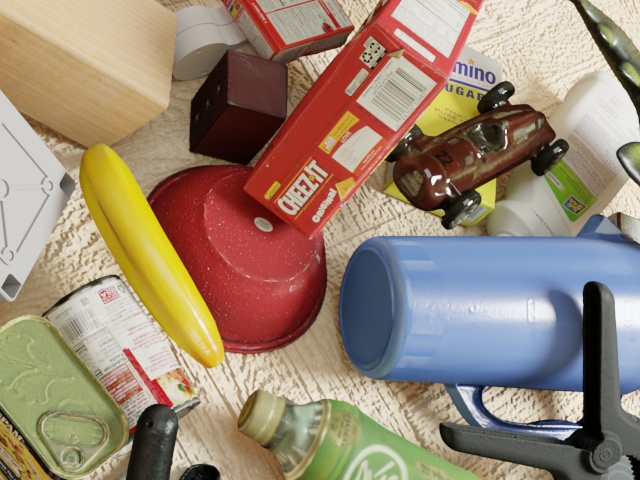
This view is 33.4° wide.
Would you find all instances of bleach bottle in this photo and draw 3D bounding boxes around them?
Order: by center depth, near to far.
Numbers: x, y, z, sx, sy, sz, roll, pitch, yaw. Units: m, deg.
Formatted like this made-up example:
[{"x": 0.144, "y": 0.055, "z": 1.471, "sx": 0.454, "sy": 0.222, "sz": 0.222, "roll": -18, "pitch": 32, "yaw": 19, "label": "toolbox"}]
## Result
[{"x": 0.219, "y": -0.058, "z": 0.989, "sx": 0.102, "sy": 0.068, "sz": 0.250, "roll": 46, "pitch": 53, "yaw": 2, "label": "bleach bottle"}]

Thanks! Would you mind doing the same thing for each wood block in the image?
[{"x": -0.208, "y": -0.155, "z": 0.741, "sx": 0.205, "sy": 0.090, "sz": 0.091, "roll": 28, "pitch": 51, "yaw": -38, "label": "wood block"}]

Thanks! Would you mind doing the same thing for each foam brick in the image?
[{"x": -0.065, "y": -0.103, "z": 0.842, "sx": 0.051, "sy": 0.078, "sz": 0.053, "roll": 14, "pitch": 58, "yaw": -25, "label": "foam brick"}]

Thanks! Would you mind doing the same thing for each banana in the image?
[{"x": -0.122, "y": -0.001, "z": 0.735, "sx": 0.198, "sy": 0.037, "sz": 0.069, "roll": 59, "pitch": 11, "yaw": 25, "label": "banana"}]

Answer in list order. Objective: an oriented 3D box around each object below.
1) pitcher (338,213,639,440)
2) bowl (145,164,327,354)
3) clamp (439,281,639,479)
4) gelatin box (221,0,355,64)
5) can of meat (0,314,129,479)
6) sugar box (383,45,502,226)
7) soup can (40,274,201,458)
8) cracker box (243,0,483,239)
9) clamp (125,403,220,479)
[{"x": 0.142, "y": 0.067, "z": 0.840, "sx": 0.242, "sy": 0.145, "sz": 0.149, "roll": 3, "pitch": 42, "yaw": -24, "label": "pitcher"}, {"x": -0.055, "y": 0.001, "z": 0.803, "sx": 0.161, "sy": 0.055, "sz": 0.162, "roll": 14, "pitch": 57, "yaw": -23, "label": "bowl"}, {"x": 0.192, "y": 0.157, "z": 0.793, "sx": 0.164, "sy": 0.036, "sz": 0.210, "roll": -35, "pitch": 107, "yaw": -9, "label": "clamp"}, {"x": -0.025, "y": -0.185, "z": 0.872, "sx": 0.089, "sy": 0.030, "sz": 0.073, "roll": -25, "pitch": 76, "yaw": -38, "label": "gelatin box"}, {"x": -0.175, "y": 0.108, "z": 0.654, "sx": 0.102, "sy": 0.084, "sz": 0.057, "roll": 50, "pitch": 51, "yaw": 4, "label": "can of meat"}, {"x": 0.114, "y": -0.106, "z": 0.965, "sx": 0.093, "sy": 0.048, "sz": 0.176, "roll": 22, "pitch": 56, "yaw": -18, "label": "sugar box"}, {"x": -0.134, "y": 0.082, "z": 0.703, "sx": 0.068, "sy": 0.069, "sz": 0.102, "roll": -28, "pitch": 79, "yaw": -38, "label": "soup can"}, {"x": 0.038, "y": -0.118, "z": 0.815, "sx": 0.072, "sy": 0.164, "sz": 0.213, "roll": 37, "pitch": 31, "yaw": -6, "label": "cracker box"}, {"x": -0.111, "y": 0.184, "z": 0.639, "sx": 0.039, "sy": 0.120, "sz": 0.171, "roll": 6, "pitch": 52, "yaw": 21, "label": "clamp"}]
